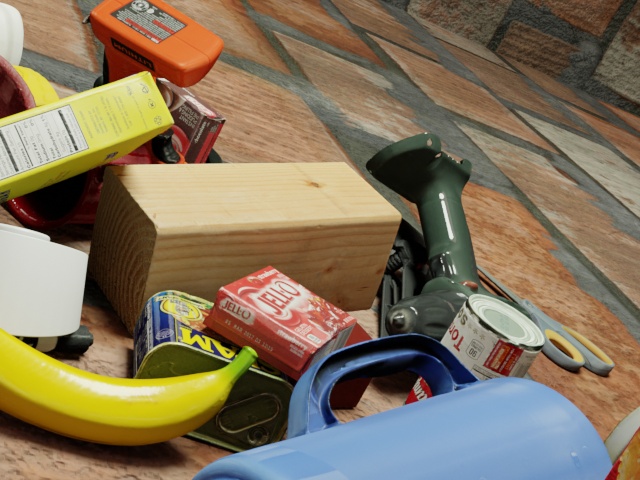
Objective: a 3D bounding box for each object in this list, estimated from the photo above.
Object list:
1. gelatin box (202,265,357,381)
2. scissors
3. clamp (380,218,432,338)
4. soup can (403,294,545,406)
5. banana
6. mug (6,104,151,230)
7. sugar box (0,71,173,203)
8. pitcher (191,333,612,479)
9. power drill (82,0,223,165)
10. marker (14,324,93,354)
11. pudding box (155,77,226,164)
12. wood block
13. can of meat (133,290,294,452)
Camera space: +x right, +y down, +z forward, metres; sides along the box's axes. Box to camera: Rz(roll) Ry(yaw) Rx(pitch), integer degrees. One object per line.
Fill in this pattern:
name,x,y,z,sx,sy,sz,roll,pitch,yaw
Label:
gelatin box,-0.024,0.051,0.689,0.073,0.030,0.089,31,15,13
scissors,0.217,0.079,1.121,0.202,0.016,0.096,37,22,24
clamp,0.071,0.028,0.987,0.209,0.036,0.164,15,50,-61
soup can,0.116,0.101,0.808,0.068,0.102,0.068,24,20,-10
banana,-0.136,0.076,0.599,0.197,0.069,0.037,14,-11,-21
mug,-0.174,-0.053,0.815,0.117,0.093,0.081,3,1,30
sugar box,-0.191,-0.054,0.685,0.175,0.094,0.048,-29,95,-32
pitcher,0.038,0.141,0.568,0.149,0.145,0.242,18,12,41
power drill,-0.127,-0.094,0.865,0.184,0.188,0.057,33,49,16
marker,-0.190,0.058,0.638,0.120,0.020,0.020,8,28,-44
pudding box,-0.149,-0.102,0.981,0.114,0.090,0.039,39,20,32
wood block,-0.055,0.001,0.792,0.205,0.090,0.091,-4,34,-35
can of meat,-0.070,0.081,0.682,0.102,0.057,0.084,22,18,-18
